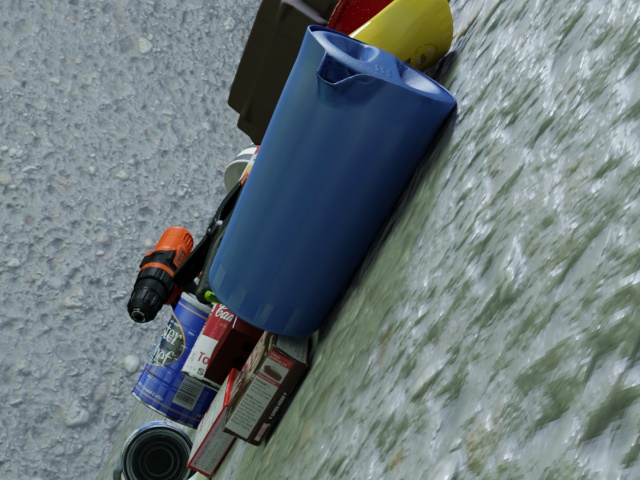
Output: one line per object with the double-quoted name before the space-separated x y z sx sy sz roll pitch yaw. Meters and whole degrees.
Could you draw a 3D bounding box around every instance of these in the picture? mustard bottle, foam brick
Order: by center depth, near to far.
"mustard bottle" 0.035 -0.151 0.975 0.191 0.058 0.096 -38 -18 -15
"foam brick" -0.080 0.114 1.127 0.078 0.053 0.051 -59 8 30

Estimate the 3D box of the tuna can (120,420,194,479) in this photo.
"tuna can" -0.185 0.250 1.216 0.086 0.086 0.034 -63 9 -8

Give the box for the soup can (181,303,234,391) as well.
"soup can" -0.110 0.122 1.235 0.102 0.068 0.068 -64 8 -10

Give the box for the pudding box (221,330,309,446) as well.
"pudding box" -0.046 0.117 0.934 0.090 0.039 0.113 -60 8 12

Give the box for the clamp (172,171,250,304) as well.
"clamp" -0.117 0.000 1.286 0.171 0.039 0.120 -59 30 6

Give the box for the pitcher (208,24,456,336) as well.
"pitcher" 0.006 -0.046 0.897 0.243 0.149 0.145 -63 24 19

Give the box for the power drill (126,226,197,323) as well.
"power drill" -0.184 0.098 1.425 0.057 0.187 0.184 -10 31 21

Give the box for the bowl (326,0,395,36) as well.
"bowl" 0.071 -0.205 1.080 0.161 0.055 0.162 -39 -29 -28

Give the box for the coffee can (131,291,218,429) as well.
"coffee can" -0.157 0.148 1.322 0.140 0.102 0.103 -63 7 -2

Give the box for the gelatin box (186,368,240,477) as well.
"gelatin box" -0.100 0.187 1.091 0.089 0.030 0.073 -59 9 21
